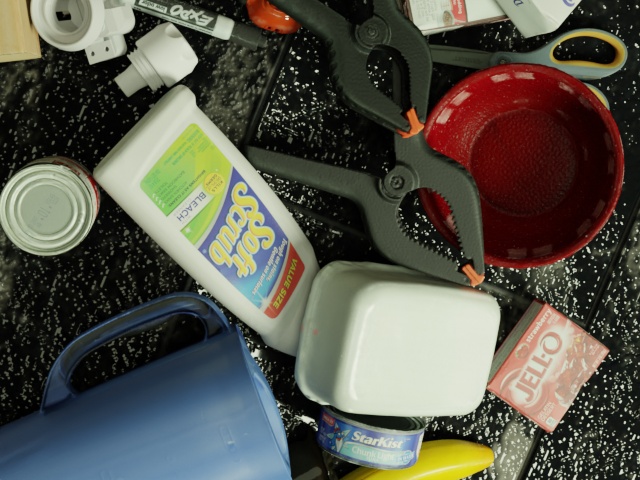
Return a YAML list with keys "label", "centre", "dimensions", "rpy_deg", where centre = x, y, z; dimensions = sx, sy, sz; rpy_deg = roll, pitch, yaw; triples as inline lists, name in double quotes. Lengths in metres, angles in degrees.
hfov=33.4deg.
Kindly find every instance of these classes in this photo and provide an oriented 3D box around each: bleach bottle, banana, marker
- label: "bleach bottle"
  centre: [-0.056, 0.001, 0.841]
  dimensions: [0.250, 0.068, 0.102]
  rpy_deg: [44, 79, -15]
- label: "banana"
  centre: [0.052, 0.214, 0.900]
  dimensions: [0.198, 0.037, 0.069]
  rpy_deg: [-33, 127, -1]
- label: "marker"
  centre: [-0.100, -0.175, 0.833]
  dimensions: [0.121, 0.020, 0.020]
  rpy_deg: [17, 94, -11]

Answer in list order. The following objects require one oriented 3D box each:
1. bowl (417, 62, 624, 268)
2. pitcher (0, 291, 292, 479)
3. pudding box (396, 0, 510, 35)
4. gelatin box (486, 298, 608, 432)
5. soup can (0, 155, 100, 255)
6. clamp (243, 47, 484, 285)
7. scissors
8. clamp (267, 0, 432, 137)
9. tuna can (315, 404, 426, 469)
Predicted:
- label: "bowl"
  centre: [0.159, -0.061, 0.854]
  dimensions: [0.162, 0.055, 0.162]
  rpy_deg: [2, 98, 16]
- label: "pitcher"
  centre: [-0.152, 0.155, 0.816]
  dimensions: [0.242, 0.149, 0.145]
  rpy_deg: [-20, 141, -3]
- label: "pudding box"
  centre: [0.112, -0.216, 0.853]
  dimensions: [0.113, 0.039, 0.090]
  rpy_deg: [-12, 96, -10]
- label: "gelatin box"
  centre: [0.189, 0.106, 0.909]
  dimensions: [0.073, 0.030, 0.089]
  rpy_deg: [36, 90, -11]
- label: "soup can"
  centre: [-0.200, -0.027, 0.793]
  dimensions: [0.068, 0.102, 0.068]
  rpy_deg: [-1, 97, -9]
- label: "clamp"
  centre: [0.064, -0.056, 0.834]
  dimensions: [0.210, 0.036, 0.165]
  rpy_deg: [44, 100, 3]
- label: "scissors"
  centre: [0.158, -0.128, 0.882]
  dimensions: [0.201, 0.016, 0.096]
  rpy_deg: [-9, 98, -8]
- label: "clamp"
  centre: [0.040, -0.162, 0.794]
  dimensions: [0.120, 0.039, 0.171]
  rpy_deg: [-35, 98, -1]
- label: "tuna can"
  centre: [0.040, 0.154, 0.863]
  dimensions: [0.086, 0.086, 0.034]
  rpy_deg: [11, 97, -10]
